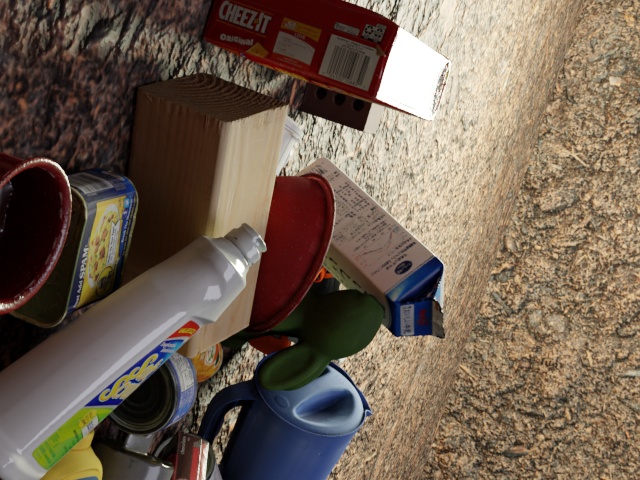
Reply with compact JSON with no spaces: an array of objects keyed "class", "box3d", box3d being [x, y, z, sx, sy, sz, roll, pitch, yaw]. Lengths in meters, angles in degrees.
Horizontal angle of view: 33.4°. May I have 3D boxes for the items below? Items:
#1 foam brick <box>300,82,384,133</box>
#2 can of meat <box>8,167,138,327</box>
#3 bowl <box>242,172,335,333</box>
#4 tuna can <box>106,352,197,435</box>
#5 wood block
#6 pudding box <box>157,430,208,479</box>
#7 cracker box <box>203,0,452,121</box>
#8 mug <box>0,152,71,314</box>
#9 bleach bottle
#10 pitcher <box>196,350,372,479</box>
[{"class":"foam brick","box3d":[0.027,-0.153,1.167,0.051,0.078,0.053,-8,116,-72]},{"class":"can of meat","box3d":[-0.175,0.001,0.753,0.083,0.057,0.102,-28,135,-69]},{"class":"bowl","box3d":[-0.056,0.001,0.977,0.055,0.162,0.162,26,81,-28]},{"class":"tuna can","box3d":[-0.150,0.121,0.909,0.033,0.086,0.086,-22,129,-65]},{"class":"wood block","box3d":[-0.102,-0.022,0.878,0.090,0.091,0.206,-28,135,-54]},{"class":"pudding box","box3d":[-0.148,0.249,1.009,0.114,0.039,0.090,-54,-159,32]},{"class":"cracker box","box3d":[0.015,-0.172,0.965,0.213,0.164,0.072,-4,114,-71]},{"class":"mug","box3d":[-0.207,-0.013,0.598,0.117,0.081,0.093,-24,131,-67]},{"class":"bleach bottle","box3d":[-0.140,0.070,0.767,0.250,0.068,0.103,-40,166,-19]},{"class":"pitcher","box3d":[-0.061,0.252,1.225,0.144,0.149,0.243,-38,157,-57]}]
